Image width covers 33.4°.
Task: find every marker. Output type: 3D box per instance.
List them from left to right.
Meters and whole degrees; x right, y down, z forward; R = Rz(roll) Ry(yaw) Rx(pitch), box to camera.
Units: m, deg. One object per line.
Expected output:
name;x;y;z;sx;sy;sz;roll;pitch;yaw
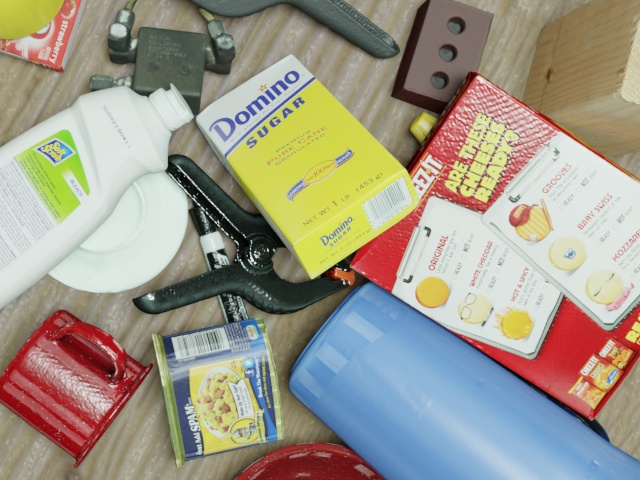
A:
marker;-0.076;0.025;0.828;0.020;0.020;0.121;-18;94;-7

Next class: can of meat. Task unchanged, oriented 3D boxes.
can of meat;-0.076;0.112;0.799;0.084;0.057;0.102;-11;118;-10

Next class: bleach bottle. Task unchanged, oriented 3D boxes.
bleach bottle;-0.199;-0.025;0.769;0.251;0.068;0.102;-33;95;3

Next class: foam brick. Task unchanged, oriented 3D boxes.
foam brick;0.094;-0.143;0.831;0.053;0.051;0.078;16;89;-7

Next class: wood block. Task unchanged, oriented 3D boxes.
wood block;0.224;-0.121;0.771;0.090;0.206;0.091;15;89;-8

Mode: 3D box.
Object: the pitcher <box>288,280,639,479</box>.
pitcher;0.104;0.137;0.789;0.243;0.149;0.145;38;86;9

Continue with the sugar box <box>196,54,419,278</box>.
sugar box;-0.014;-0.059;0.765;0.093;0.176;0.048;-34;138;-6

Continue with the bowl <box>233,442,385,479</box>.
bowl;-0.009;0.234;0.818;0.162;0.055;0.162;1;85;-9

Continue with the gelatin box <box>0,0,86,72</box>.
gelatin box;-0.216;-0.180;0.800;0.073;0.030;0.089;18;89;-8

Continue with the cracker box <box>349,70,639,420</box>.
cracker box;0.154;0.002;0.777;0.213;0.072;0.164;32;103;-4

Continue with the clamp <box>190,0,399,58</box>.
clamp;-0.027;-0.217;0.779;0.209;0.036;0.165;4;125;-12

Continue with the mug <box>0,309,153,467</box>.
mug;-0.177;0.098;0.773;0.081;0.117;0.093;37;47;-2

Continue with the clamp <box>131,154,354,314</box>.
clamp;-0.055;0.001;0.808;0.171;0.039;0.120;6;85;-26
